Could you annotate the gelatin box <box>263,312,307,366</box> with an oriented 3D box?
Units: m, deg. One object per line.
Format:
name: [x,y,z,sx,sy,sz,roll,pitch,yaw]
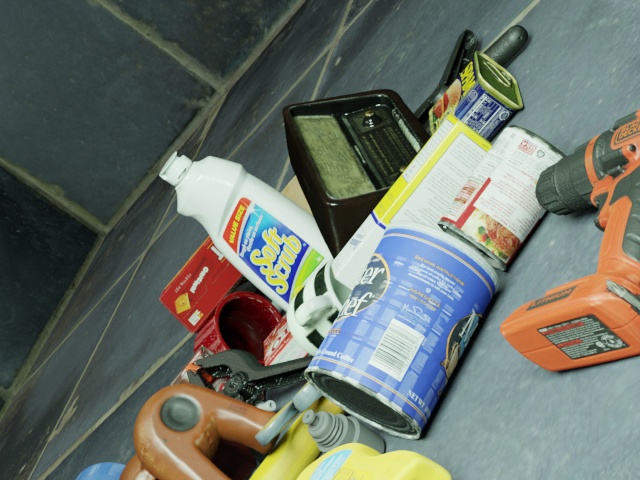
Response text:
gelatin box: [-0.027,0.104,1.192,0.089,0.030,0.073,-51,15,13]

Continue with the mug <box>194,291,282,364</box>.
mug: [-0.097,0.130,1.265,0.082,0.093,0.117,-44,53,48]

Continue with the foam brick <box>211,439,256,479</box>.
foam brick: [-0.111,0.239,1.107,0.078,0.051,0.053,-53,15,5]

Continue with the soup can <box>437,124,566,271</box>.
soup can: [0.152,-0.035,0.877,0.102,0.068,0.068,-54,15,-2]

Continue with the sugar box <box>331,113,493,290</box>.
sugar box: [0.098,-0.015,0.949,0.176,0.093,0.048,-51,14,12]

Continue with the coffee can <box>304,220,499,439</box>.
coffee can: [0.065,0.070,0.842,0.140,0.102,0.103,-59,16,-18]

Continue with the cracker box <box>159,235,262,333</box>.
cracker box: [-0.101,0.023,1.383,0.164,0.072,0.213,-50,-8,14]

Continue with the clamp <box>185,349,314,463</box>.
clamp: [-0.071,0.149,1.109,0.172,0.039,0.120,26,68,44]

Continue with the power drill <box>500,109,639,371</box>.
power drill: [0.188,-0.005,0.719,0.185,0.057,0.187,-29,29,58]

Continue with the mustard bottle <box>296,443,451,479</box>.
mustard bottle: [0.022,0.197,0.780,0.096,0.058,0.192,-64,17,-15]

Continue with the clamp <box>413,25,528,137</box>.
clamp: [0.147,-0.167,1.245,0.210,0.036,0.164,-53,15,6]

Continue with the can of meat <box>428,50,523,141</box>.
can of meat: [0.159,-0.137,1.109,0.084,0.057,0.102,-50,14,25]

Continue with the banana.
banana: [-0.038,0.215,0.955,0.197,0.037,0.070,-53,6,-16]

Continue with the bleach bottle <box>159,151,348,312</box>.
bleach bottle: [-0.057,0.001,1.080,0.103,0.250,0.068,-49,15,20]

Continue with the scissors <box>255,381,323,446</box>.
scissors: [-0.015,0.141,0.961,0.096,0.016,0.201,-44,-5,-1]
